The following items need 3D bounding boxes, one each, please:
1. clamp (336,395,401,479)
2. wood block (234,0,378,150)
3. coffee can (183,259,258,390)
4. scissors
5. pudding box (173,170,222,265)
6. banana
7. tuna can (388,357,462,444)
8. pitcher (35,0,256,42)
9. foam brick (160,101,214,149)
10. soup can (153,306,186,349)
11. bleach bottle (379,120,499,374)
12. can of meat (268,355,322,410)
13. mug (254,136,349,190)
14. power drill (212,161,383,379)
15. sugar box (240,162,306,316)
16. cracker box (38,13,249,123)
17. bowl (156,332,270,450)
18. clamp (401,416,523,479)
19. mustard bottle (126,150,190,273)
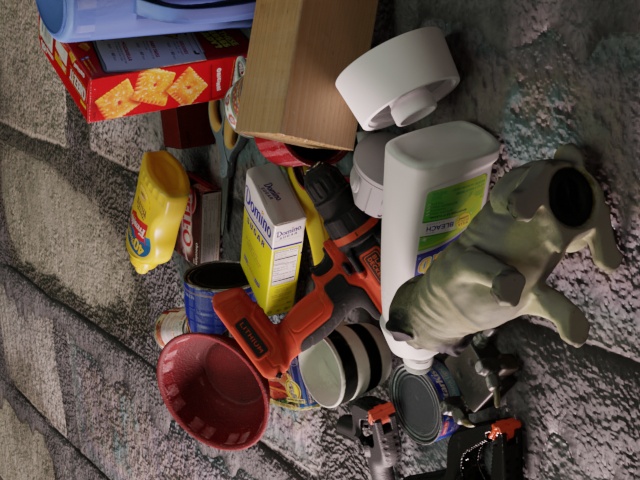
[{"bbox_3d":[0.062,0.228,1.166,0.120,0.039,0.171,56,163,16],"label":"clamp"},{"bbox_3d":[-0.010,-0.197,1.036,0.090,0.090,0.206,12,93,56],"label":"wood block"},{"bbox_3d":[-0.123,0.108,1.379,0.103,0.102,0.140,27,124,51],"label":"coffee can"},{"bbox_3d":[-0.129,-0.110,1.388,0.096,0.016,0.202,55,142,34],"label":"scissors"},{"bbox_3d":[-0.173,-0.030,1.465,0.090,0.039,0.113,32,127,49],"label":"pudding box"},{"bbox_3d":[-0.001,-0.009,1.207,0.070,0.037,0.198,140,115,-75],"label":"banana"},{"bbox_3d":[0.109,0.163,1.095,0.086,0.033,0.086,28,124,51],"label":"tuna can"},{"bbox_3d":[-0.185,-0.286,1.193,0.149,0.242,0.145,-20,86,59],"label":"pitcher"},{"bbox_3d":[-0.177,-0.163,1.409,0.051,0.052,0.078,16,115,55],"label":"foam brick"},{"bbox_3d":[-0.186,0.128,1.520,0.102,0.068,0.068,-9,94,58],"label":"soup can"},{"bbox_3d":[0.105,0.018,1.004,0.068,0.102,0.251,45,144,47],"label":"bleach bottle"},{"bbox_3d":[-0.032,0.156,1.297,0.102,0.057,0.084,2,106,58],"label":"can of meat"},{"bbox_3d":[-0.018,-0.110,1.144,0.082,0.093,0.117,-2,102,63],"label":"mug"},{"bbox_3d":[-0.013,0.037,1.078,0.184,0.188,0.057,56,-173,-8],"label":"power drill"},{"bbox_3d":[-0.059,0.001,1.252,0.176,0.048,0.093,95,154,-51],"label":"sugar box"},{"bbox_3d":[-0.209,-0.228,1.281,0.164,0.213,0.072,52,143,35],"label":"cracker box"},{"bbox_3d":[-0.119,0.173,1.302,0.162,0.055,0.162,13,118,26],"label":"bowl"},{"bbox_3d":[0.156,0.256,1.053,0.165,0.036,0.210,56,143,30],"label":"clamp"},{"bbox_3d":[-0.228,-0.024,1.462,0.096,0.058,0.192,58,143,33],"label":"mustard bottle"}]
